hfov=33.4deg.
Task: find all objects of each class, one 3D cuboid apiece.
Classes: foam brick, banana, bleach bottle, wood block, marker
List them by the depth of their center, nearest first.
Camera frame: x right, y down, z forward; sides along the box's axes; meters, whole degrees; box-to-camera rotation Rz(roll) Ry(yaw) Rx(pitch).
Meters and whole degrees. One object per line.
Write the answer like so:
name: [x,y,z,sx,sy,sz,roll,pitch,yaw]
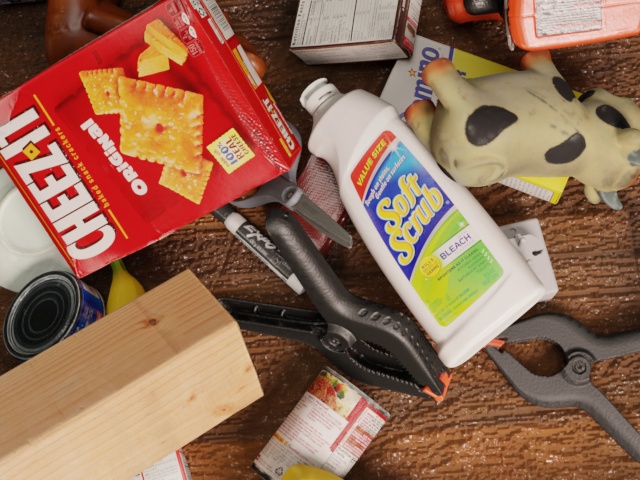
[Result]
wood block: [-0.162,0.124,0.841,0.206,0.090,0.091,-30,42,-17]
bleach bottle: [0.064,-0.026,0.859,0.102,0.068,0.251,-41,75,8]
banana: [-0.201,0.108,0.916,0.070,0.037,0.197,21,75,37]
foam brick: [-0.002,-0.029,0.923,0.051,0.053,0.078,29,82,10]
marker: [-0.056,0.001,0.936,0.121,0.020,0.020,41,83,12]

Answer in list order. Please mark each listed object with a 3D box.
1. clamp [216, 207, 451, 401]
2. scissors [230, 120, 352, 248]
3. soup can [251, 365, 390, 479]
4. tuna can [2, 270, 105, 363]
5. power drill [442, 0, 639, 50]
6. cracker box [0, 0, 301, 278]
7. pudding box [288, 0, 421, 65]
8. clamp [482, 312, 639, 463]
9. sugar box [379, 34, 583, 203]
clamp: [0.017,0.062,0.864,0.210,0.165,0.036,27,52,2]
scissors: [-0.017,-0.053,0.883,0.202,0.016,0.096,16,73,50]
soup can: [0.000,0.163,0.870,0.068,0.068,0.102,36,82,11]
tuna can: [-0.227,0.069,0.906,0.086,0.033,0.086,-15,56,23]
power drill: [0.205,-0.204,0.887,0.184,0.187,0.057,-9,107,0]
cracker box: [-0.149,-0.087,0.868,0.214,0.072,0.164,-26,105,17]
pudding box: [0.033,-0.206,0.947,0.114,0.039,0.090,2,76,34]
clamp: [0.222,0.098,0.883,0.171,0.039,0.120,25,79,10]
sugar box: [0.141,-0.108,0.933,0.176,0.048,0.093,21,79,7]
